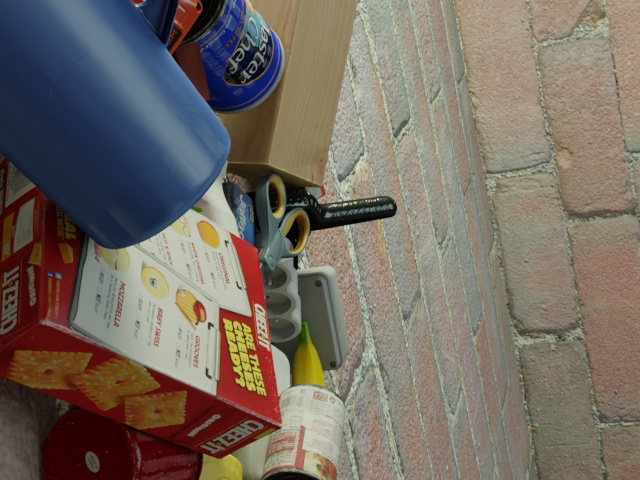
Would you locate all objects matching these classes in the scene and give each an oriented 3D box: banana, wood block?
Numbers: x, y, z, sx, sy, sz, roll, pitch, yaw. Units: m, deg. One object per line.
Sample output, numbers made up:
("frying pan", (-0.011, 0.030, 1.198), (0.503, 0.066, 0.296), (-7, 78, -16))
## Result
("banana", (-0.015, 0.176, 1.120), (0.198, 0.037, 0.069), (-96, 163, -51))
("wood block", (-0.039, -0.167, 1.112), (0.090, 0.090, 0.206), (19, 79, -49))

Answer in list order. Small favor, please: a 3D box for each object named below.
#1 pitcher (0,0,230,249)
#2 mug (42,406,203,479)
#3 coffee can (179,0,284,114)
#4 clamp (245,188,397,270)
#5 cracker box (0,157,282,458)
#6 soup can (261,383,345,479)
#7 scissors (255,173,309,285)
("pitcher", (-0.156, -0.120, 0.620), (0.242, 0.149, 0.145), (50, 37, -25))
("mug", (-0.149, 0.166, 0.767), (0.117, 0.093, 0.081), (-61, 157, 7))
("coffee can", (-0.106, -0.193, 1.005), (0.140, 0.103, 0.103), (42, 43, -64))
("clamp", (-0.033, -0.012, 1.175), (0.209, 0.165, 0.036), (9, 53, -49))
("cracker box", (-0.129, 0.042, 0.742), (0.213, 0.072, 0.164), (33, 35, -42))
("soup can", (-0.015, 0.191, 0.983), (0.102, 0.069, 0.068), (-79, 155, -47))
("scissors", (-0.057, 0.001, 1.016), (0.096, 0.016, 0.201), (68, 26, -14))
